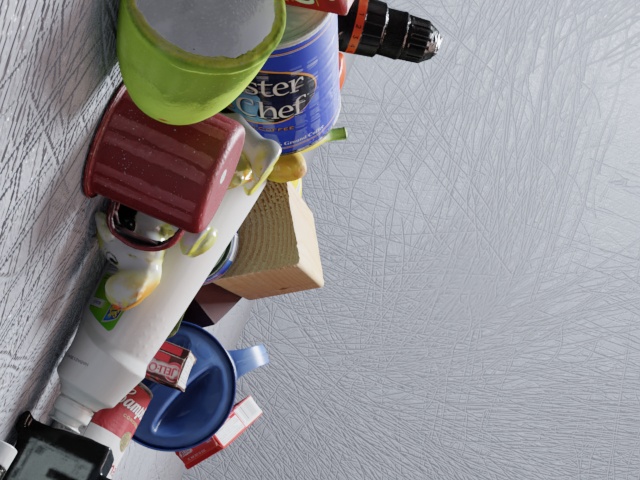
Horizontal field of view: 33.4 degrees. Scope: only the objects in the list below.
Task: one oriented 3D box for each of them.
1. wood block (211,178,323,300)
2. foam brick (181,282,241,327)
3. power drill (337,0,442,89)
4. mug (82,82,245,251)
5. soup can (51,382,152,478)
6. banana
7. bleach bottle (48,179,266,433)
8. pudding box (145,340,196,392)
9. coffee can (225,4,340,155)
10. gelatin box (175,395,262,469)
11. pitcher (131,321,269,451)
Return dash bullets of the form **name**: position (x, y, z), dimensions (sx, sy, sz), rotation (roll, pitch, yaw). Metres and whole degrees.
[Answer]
- **wood block**: position (-0.057, 0.002, 1.077), dimensions (0.206, 0.091, 0.090), rotation (54, 26, -80)
- **foam brick**: position (-0.136, 0.062, 1.182), dimensions (0.078, 0.051, 0.052), rotation (-15, -155, 50)
- **power drill**: position (0.005, -0.186, 1.001), dimensions (0.188, 0.184, 0.057), rotation (141, -37, -76)
- **mug**: position (-0.106, -0.045, 0.721), dimensions (0.093, 0.081, 0.117), rotation (-63, 176, -71)
- **soup can**: position (-0.201, 0.168, 0.943), dimensions (0.068, 0.068, 0.102), rotation (110, 4, -63)
- **banana**: position (-0.028, -0.083, 0.940), dimensions (0.197, 0.070, 0.037), rotation (-54, 133, -70)
- **bleach bottle**: position (-0.143, 0.036, 0.859), dimensions (0.103, 0.068, 0.250), rotation (9, -115, 54)
- **pudding box**: position (-0.160, 0.102, 0.954), dimensions (0.113, 0.090, 0.039), rotation (107, 6, -81)
- **coffee can**: position (-0.036, -0.145, 0.809), dimensions (0.140, 0.103, 0.102), rotation (86, 25, -62)
- **gelatin box**: position (-0.121, 0.227, 1.270), dimensions (0.073, 0.030, 0.089), rotation (-35, -179, 38)
- **pitcher**: position (-0.153, 0.161, 1.196), dimensions (0.243, 0.149, 0.145), rotation (126, -11, -80)
